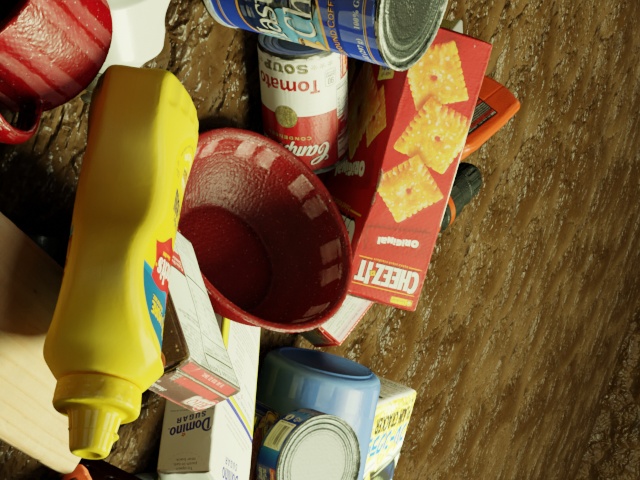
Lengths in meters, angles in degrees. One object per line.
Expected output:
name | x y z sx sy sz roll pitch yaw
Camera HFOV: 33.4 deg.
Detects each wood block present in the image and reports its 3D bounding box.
wood block | -0.188 0.039 0.553 0.090 0.091 0.206 -62 153 -18

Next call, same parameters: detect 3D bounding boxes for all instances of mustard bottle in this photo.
mustard bottle | -0.101 0.014 0.536 0.096 0.058 0.191 103 -7 -63

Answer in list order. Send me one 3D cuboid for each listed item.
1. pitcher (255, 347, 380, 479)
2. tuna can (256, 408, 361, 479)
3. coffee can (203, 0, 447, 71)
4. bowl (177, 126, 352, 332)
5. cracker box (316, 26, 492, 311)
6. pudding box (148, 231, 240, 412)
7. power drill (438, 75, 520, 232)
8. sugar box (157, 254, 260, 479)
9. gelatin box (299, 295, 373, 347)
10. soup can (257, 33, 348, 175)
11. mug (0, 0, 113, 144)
pitcher | -0.025 0.224 0.978 0.144 0.149 0.243 8 97 -48
tuna can | -0.010 0.181 0.868 0.085 0.034 0.086 -4 97 -38
coffee can | 0.004 -0.180 0.717 0.102 0.140 0.103 -42 142 -44
bowl | -0.055 0.001 0.769 0.055 0.162 0.161 -36 -179 42
cracker box | 0.051 -0.069 0.877 0.164 0.072 0.214 -143 -112 -72
pudding box | -0.092 0.039 0.632 0.090 0.039 0.113 55 14 -65
power drill | 0.122 -0.068 1.022 0.184 0.057 0.188 -40 161 -37
sugar box | -0.079 0.109 0.787 0.093 0.048 0.176 70 21 -51
gelatin box | 0.022 0.057 0.991 0.089 0.030 0.073 -52 -171 -16
soup can | -0.012 -0.111 0.817 0.068 0.069 0.102 -44 144 -42
mug | -0.152 -0.102 0.514 0.081 0.093 0.117 46 33 -67
